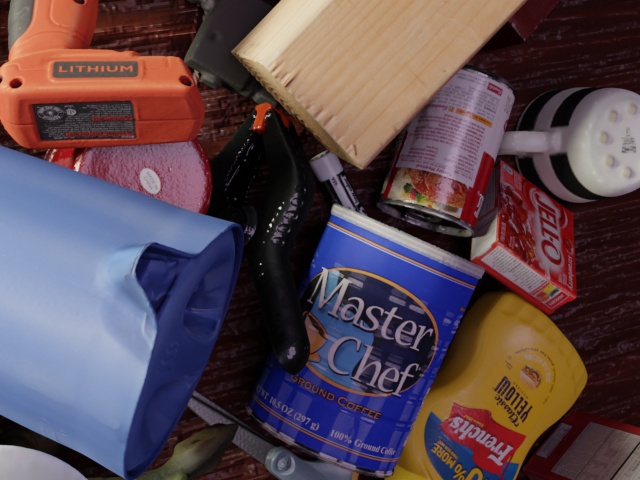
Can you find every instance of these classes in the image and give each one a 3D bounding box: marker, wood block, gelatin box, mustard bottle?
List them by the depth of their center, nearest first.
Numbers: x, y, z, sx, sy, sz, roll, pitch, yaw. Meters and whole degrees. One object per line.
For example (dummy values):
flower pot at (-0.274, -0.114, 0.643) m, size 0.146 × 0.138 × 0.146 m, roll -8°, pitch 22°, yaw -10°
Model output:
wood block at (0.056, -0.152, 0.644) m, size 0.206 × 0.090 × 0.090 m, roll -45°, pitch 111°, yaw -1°
marker at (0.028, -0.005, 0.719) m, size 0.020 × 0.020 × 0.121 m, roll -33°, pitch 103°, yaw -19°
mustard bottle at (0.096, 0.131, 0.719) m, size 0.096 × 0.058 × 0.191 m, roll 48°, pitch 68°, yaw -17°
gelatin box at (0.141, -0.004, 0.736) m, size 0.073 × 0.030 × 0.089 m, roll 34°, pitch 40°, yaw -18°

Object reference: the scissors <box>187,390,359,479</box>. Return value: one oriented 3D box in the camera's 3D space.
scissors at (-0.008, 0.139, 0.709) m, size 0.096 × 0.016 × 0.201 m, roll -40°, pitch 106°, yaw -19°

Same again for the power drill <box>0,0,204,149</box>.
power drill at (-0.108, -0.143, 0.591) m, size 0.184 × 0.057 × 0.187 m, roll -5°, pitch 62°, yaw -6°

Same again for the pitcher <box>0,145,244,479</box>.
pitcher at (-0.170, 0.018, 0.540) m, size 0.243 × 0.145 × 0.149 m, roll 22°, pitch 108°, yaw 7°

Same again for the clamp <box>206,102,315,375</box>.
clamp at (-0.054, 0.001, 0.659) m, size 0.039 × 0.120 × 0.171 m, roll 42°, pitch 49°, yaw -57°

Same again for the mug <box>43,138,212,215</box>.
mug at (-0.118, -0.023, 0.624) m, size 0.093 × 0.082 × 0.117 m, roll 34°, pitch 79°, yaw -20°

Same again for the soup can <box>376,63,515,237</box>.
soup can at (0.085, -0.061, 0.715) m, size 0.068 × 0.069 × 0.102 m, roll 21°, pitch 83°, yaw -22°

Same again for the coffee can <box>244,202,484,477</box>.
coffee can at (0.027, 0.060, 0.663) m, size 0.102 × 0.103 × 0.140 m, roll 23°, pitch 92°, yaw -21°
